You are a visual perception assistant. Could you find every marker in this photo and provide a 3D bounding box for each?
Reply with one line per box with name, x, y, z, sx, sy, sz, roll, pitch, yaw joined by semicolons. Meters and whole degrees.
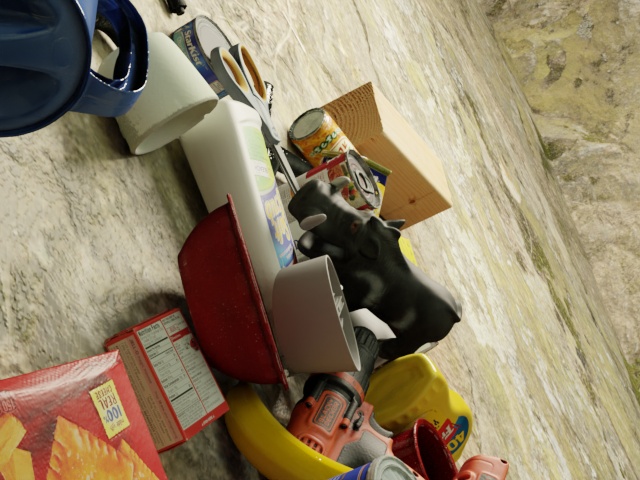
marker;-0.169;-0.289;1.112;0.121;0.020;0.020;66;20;6

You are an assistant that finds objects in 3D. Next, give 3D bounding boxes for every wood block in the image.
wood block;0.085;-0.107;1.417;0.205;0.091;0.090;40;31;-49

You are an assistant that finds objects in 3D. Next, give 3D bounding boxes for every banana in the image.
banana;-0.011;0.163;0.814;0.198;0.069;0.037;35;-33;27

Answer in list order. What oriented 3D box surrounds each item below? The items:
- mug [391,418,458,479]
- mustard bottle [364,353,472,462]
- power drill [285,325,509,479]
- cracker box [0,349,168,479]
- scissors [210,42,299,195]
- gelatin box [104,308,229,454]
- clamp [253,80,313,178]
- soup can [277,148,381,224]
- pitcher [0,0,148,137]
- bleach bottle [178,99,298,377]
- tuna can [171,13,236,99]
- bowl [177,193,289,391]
mug;0.078;0.234;0.990;0.093;0.082;0.117;37;33;-52
mustard bottle;0.104;0.187;1.086;0.058;0.096;0.191;55;3;38
power drill;0.064;0.176;0.910;0.187;0.057;0.184;31;46;1
cracker box;-0.132;0.174;0.551;0.214;0.072;0.164;67;20;7
scissors;-0.062;-0.115;1.065;0.096;0.016;0.202;18;49;-61
gelatin box;-0.110;0.098;0.765;0.089;0.030;0.073;63;21;0
clamp;-0.057;-0.095;1.124;0.120;0.039;0.171;55;27;-11
soup can;0.003;-0.043;1.114;0.068;0.102;0.068;50;24;-32
pitcher;-0.202;-0.182;0.735;0.243;0.145;0.149;-94;172;-52
bleach bottle;-0.056;0.001;0.974;0.102;0.068;0.251;11;58;-75
tuna can;-0.116;-0.186;1.095;0.086;0.034;0.086;51;24;-33
bowl;-0.073;0.047;0.834;0.162;0.055;0.162;164;-90;-87
